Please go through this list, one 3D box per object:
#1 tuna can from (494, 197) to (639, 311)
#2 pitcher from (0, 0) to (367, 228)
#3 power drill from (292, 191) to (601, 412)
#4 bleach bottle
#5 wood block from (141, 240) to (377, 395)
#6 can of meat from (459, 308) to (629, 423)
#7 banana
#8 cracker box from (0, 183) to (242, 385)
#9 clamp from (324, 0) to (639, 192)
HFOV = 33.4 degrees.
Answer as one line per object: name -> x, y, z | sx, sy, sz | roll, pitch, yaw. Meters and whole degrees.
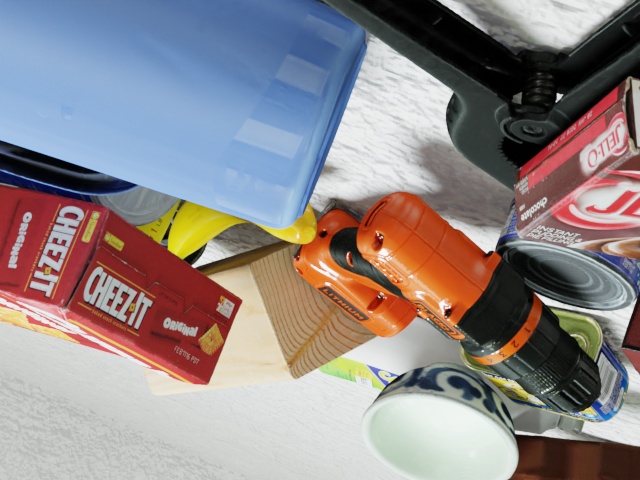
tuna can -> 0.145, 0.007, 0.614 | 0.086, 0.033, 0.086 | 22, 161, 8
pitcher -> -0.109, -0.089, 0.520 | 0.243, 0.145, 0.149 | 21, -179, 1
power drill -> 0.072, 0.036, 0.681 | 0.184, 0.057, 0.188 | 42, 166, -19
bleach bottle -> 0.101, 0.106, 0.899 | 0.251, 0.068, 0.102 | 17, 158, 13
wood block -> -0.063, 0.060, 0.837 | 0.207, 0.090, 0.090 | -16, 96, 52
can of meat -> 0.166, 0.090, 0.779 | 0.102, 0.057, 0.083 | 11, 159, 37
banana -> -0.058, -0.017, 0.755 | 0.037, 0.069, 0.198 | 2, 169, -34
cracker box -> -0.184, 0.021, 0.687 | 0.214, 0.072, 0.164 | 13, 165, 29
clamp -> 0.104, -0.065, 0.465 | 0.165, 0.036, 0.209 | 6, 158, 29
